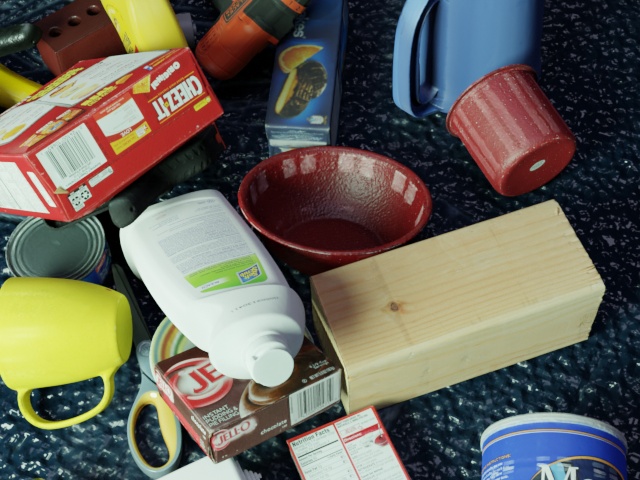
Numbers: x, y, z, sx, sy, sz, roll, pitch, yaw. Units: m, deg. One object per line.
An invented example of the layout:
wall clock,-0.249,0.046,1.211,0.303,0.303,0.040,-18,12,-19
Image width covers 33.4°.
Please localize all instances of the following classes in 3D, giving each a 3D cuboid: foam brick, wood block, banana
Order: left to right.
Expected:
banana,-0.323,-0.174,1.055,0.069,0.037,0.198,-34,60,-15
foam brick,-0.237,-0.199,1.057,0.078,0.051,0.053,-35,60,-18
wood block,0.104,0.053,0.841,0.206,0.090,0.091,-17,58,-8

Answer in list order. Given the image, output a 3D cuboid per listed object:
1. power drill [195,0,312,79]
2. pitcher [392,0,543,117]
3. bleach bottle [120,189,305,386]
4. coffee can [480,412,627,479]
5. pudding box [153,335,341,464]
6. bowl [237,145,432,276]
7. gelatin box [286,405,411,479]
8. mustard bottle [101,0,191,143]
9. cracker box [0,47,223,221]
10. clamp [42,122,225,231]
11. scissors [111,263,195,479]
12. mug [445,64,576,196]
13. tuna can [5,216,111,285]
power drill,-0.060,-0.263,1.027,0.185,0.057,0.188,-41,39,17
pitcher,0.130,-0.226,0.934,0.145,0.243,0.149,-4,55,4
bleach bottle,-0.080,0.039,0.810,0.102,0.068,0.251,-22,28,-11
coffee can,0.160,0.202,0.728,0.103,0.103,0.140,3,56,6
pudding box,-0.054,0.106,0.791,0.113,0.039,0.090,-21,39,-27
bowl,0.011,-0.016,0.897,0.162,0.055,0.162,2,36,-2
gelatin box,0.025,0.177,0.799,0.073,0.030,0.089,-22,58,-9
mustard bottle,-0.143,-0.159,0.988,0.058,0.096,0.191,-23,88,-18
cracker box,-0.206,-0.089,0.902,0.164,0.072,0.214,-40,25,-26
clamp,-0.155,-0.052,0.914,0.120,0.039,0.171,1,26,37
scissors,-0.121,0.096,0.872,0.096,0.016,0.202,-7,56,-3
mug,0.179,-0.093,0.944,0.117,0.093,0.081,-1,52,-42
tuna can,-0.225,0.014,0.924,0.086,0.034,0.086,-2,56,3
